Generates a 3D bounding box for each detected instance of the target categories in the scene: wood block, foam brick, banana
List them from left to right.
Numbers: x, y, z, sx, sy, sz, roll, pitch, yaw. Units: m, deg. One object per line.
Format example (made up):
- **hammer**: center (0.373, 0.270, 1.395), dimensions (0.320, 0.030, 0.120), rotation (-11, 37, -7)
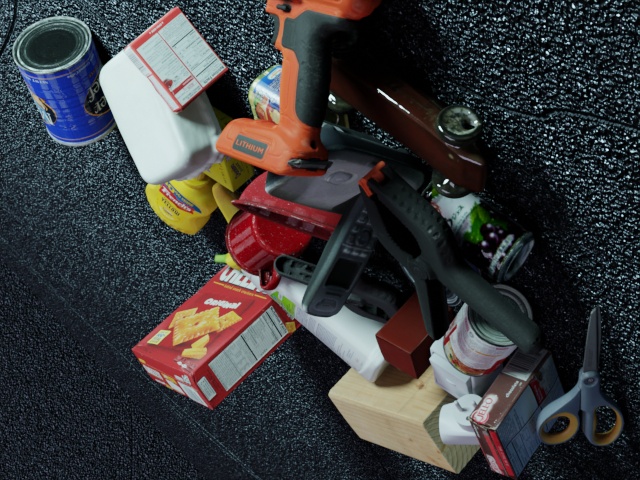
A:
- **banana**: center (-0.111, -0.008, 1.423), dimensions (0.069, 0.037, 0.198), rotation (11, 147, 1)
- **wood block**: center (0.115, 0.212, 1.358), dimensions (0.090, 0.090, 0.206), rotation (55, 156, -22)
- **foam brick**: center (0.109, 0.106, 1.201), dimensions (0.053, 0.078, 0.051), rotation (29, 151, 36)

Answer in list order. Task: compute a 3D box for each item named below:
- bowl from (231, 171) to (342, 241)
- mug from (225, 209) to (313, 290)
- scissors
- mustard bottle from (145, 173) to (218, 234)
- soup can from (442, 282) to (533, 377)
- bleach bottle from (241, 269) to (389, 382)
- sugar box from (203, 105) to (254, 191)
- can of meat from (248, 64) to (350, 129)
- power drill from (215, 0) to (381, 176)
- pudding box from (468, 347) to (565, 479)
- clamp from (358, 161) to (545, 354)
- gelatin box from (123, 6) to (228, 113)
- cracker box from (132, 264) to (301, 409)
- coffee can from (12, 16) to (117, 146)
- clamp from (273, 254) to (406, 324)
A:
- **bowl**: center (-0.011, -0.039, 1.139), dimensions (0.162, 0.055, 0.162), rotation (18, 176, 1)
- **mug**: center (-0.058, 0.002, 1.278), dimensions (0.093, 0.117, 0.082), rotation (10, 162, -21)
- **scissors**: center (0.244, 0.142, 1.039), dimensions (0.016, 0.096, 0.201), rotation (-93, -19, -48)
- **mustard bottle**: center (-0.179, -0.071, 1.428), dimensions (0.096, 0.058, 0.192), rotation (45, 158, -2)
- **soup can**: center (0.169, 0.092, 1.083), dimensions (0.068, 0.068, 0.102), rotation (41, 157, 11)
- **bleach bottle**: center (-0.011, 0.074, 1.350), dimensions (0.251, 0.068, 0.103), rotation (37, 158, 10)
- **sugar box**: center (-0.162, -0.137, 1.299), dimensions (0.176, 0.048, 0.093), rotation (30, 152, 30)
- **can of meat**: center (-0.020, -0.118, 1.069), dimensions (0.084, 0.057, 0.102), rotation (35, 156, 29)
- **power drill**: center (-0.036, -0.157, 0.901), dimensions (0.185, 0.057, 0.188), rotation (25, 110, 44)
- **pudding box**: center (0.206, 0.175, 1.102), dimensions (0.039, 0.113, 0.090), rotation (19, 146, 42)
- **clamp**: center (0.108, 0.021, 0.958), dimensions (0.165, 0.036, 0.210), rotation (8, 136, 57)
- **gelatin box**: center (-0.156, -0.194, 1.153), dimensions (0.089, 0.073, 0.030), rotation (51, 158, -15)
- **cracker box**: center (-0.130, 0.118, 1.463), dimensions (0.164, 0.213, 0.072), rotation (13, 140, 53)
- **coffee can**: center (-0.331, -0.207, 1.401), dimensions (0.103, 0.102, 0.140), rotation (34, 155, 27)
- **clamp**: center (0.030, 0.054, 1.228), dimensions (0.120, 0.039, 0.171), rotation (2, 150, 47)
